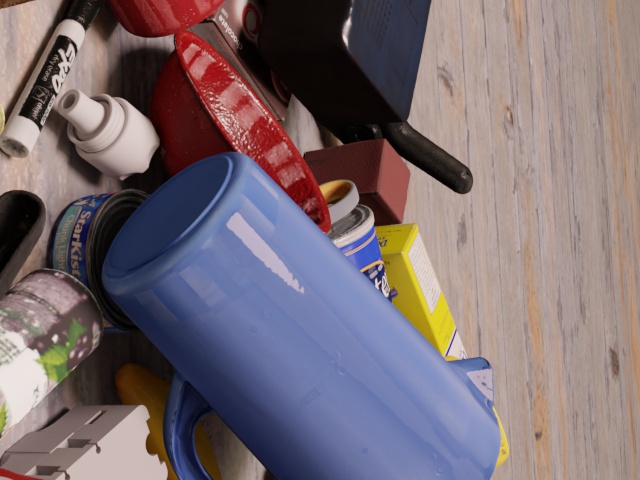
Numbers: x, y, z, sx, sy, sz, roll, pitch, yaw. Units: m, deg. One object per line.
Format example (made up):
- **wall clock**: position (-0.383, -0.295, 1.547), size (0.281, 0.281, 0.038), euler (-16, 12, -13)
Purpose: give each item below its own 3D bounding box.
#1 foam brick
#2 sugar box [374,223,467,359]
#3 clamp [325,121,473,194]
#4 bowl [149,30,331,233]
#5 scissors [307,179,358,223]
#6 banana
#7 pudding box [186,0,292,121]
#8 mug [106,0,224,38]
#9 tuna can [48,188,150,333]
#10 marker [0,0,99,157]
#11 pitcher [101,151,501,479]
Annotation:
- **foam brick**: position (0.027, -0.044, 0.872), size (0.051, 0.078, 0.053), euler (45, 48, -47)
- **sugar box**: position (0.061, 0.070, 0.898), size (0.048, 0.093, 0.176), euler (-58, 134, -46)
- **clamp**: position (0.053, -0.093, 0.891), size (0.171, 0.120, 0.039), euler (62, 36, -28)
- **bowl**: position (-0.062, -0.057, 0.697), size (0.162, 0.055, 0.162), euler (51, 12, -16)
- **scissors**: position (-0.055, 0.001, 0.737), size (0.201, 0.096, 0.016), euler (-32, 117, -38)
- **banana**: position (-0.087, 0.168, 0.675), size (0.069, 0.037, 0.198), euler (-18, 102, -61)
- **pudding box**: position (-0.054, -0.154, 0.785), size (0.113, 0.039, 0.090), euler (51, 44, -46)
- **mug**: position (-0.107, -0.186, 0.660), size (0.081, 0.093, 0.117), euler (62, 0, -43)
- **tuna can**: position (-0.122, 0.013, 0.640), size (0.086, 0.034, 0.086), euler (15, 72, -59)
- **marker**: position (-0.154, -0.100, 0.616), size (0.020, 0.020, 0.121), euler (53, 42, -44)
- **pitcher**: position (-0.018, 0.075, 0.624), size (0.242, 0.145, 0.149), euler (49, 39, -24)
